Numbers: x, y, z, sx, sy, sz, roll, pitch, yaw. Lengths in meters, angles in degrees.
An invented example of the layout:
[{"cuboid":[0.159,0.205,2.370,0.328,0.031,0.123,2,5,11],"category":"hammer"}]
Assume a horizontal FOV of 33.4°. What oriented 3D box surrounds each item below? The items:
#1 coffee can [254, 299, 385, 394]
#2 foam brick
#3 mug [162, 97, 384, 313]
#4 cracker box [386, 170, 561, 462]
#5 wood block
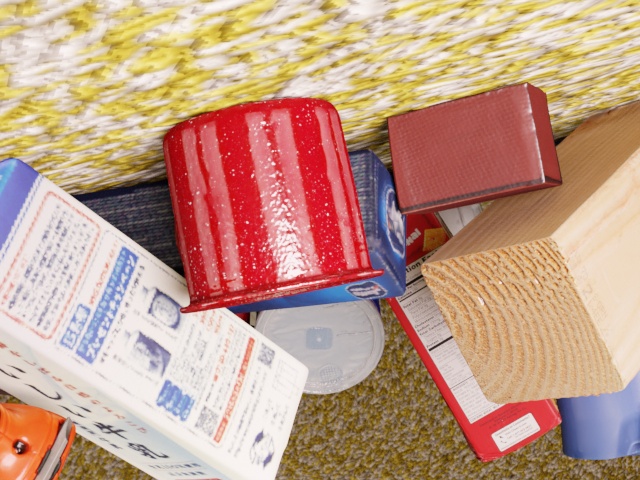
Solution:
[{"cuboid":[-0.002,0.046,0.887,0.103,0.103,0.140,-11,-153,5],"category":"coffee can"},{"cuboid":[0.081,-0.046,0.559,0.078,0.051,0.053,-12,177,22],"category":"foam brick"},{"cuboid":[-0.032,-0.013,0.489,0.093,0.081,0.117,-8,175,-37],"category":"mug"},{"cuboid":[0.098,0.055,0.825,0.072,0.214,0.164,-32,173,7],"category":"cracker box"},{"cuboid":[0.161,-0.003,0.606,0.091,0.090,0.205,-16,-164,47],"category":"wood block"}]
